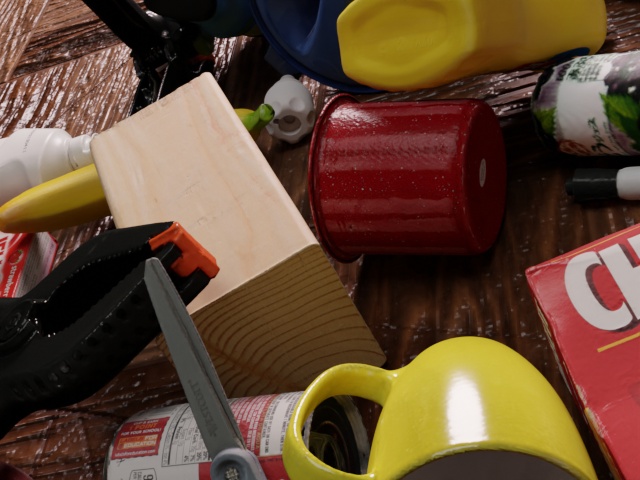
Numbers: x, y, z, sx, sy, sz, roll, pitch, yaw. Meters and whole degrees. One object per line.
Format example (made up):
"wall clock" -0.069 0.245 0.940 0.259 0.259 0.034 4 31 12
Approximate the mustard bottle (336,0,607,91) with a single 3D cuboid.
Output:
"mustard bottle" 0.106 -0.121 0.609 0.191 0.058 0.096 -15 8 -43

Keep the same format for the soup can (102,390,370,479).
"soup can" -0.036 0.104 0.474 0.102 0.068 0.068 -10 40 23

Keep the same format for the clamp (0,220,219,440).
"clamp" -0.137 0.058 0.499 0.210 0.036 0.164 -26 35 30

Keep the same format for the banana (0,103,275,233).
"banana" -0.120 -0.049 0.717 0.198 0.069 0.037 -24 77 4

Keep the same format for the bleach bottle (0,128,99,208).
"bleach bottle" -0.275 -0.024 0.786 0.251 0.068 0.102 -16 38 12

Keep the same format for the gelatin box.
"gelatin box" -0.221 0.029 0.713 0.073 0.030 0.089 -17 38 14

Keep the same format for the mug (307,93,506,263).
"mug" 0.055 -0.035 0.578 0.082 0.093 0.117 1 8 26

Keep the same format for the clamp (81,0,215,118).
"clamp" -0.122 -0.141 0.769 0.039 0.120 0.171 -16 10 13

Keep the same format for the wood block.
"wood block" -0.054 0.001 0.589 0.090 0.090 0.206 -30 37 -1

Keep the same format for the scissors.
"scissors" -0.043 0.112 0.426 0.096 0.016 0.202 -43 72 8

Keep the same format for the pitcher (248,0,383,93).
"pitcher" 0.051 -0.221 0.771 0.149 0.145 0.242 11 46 25
